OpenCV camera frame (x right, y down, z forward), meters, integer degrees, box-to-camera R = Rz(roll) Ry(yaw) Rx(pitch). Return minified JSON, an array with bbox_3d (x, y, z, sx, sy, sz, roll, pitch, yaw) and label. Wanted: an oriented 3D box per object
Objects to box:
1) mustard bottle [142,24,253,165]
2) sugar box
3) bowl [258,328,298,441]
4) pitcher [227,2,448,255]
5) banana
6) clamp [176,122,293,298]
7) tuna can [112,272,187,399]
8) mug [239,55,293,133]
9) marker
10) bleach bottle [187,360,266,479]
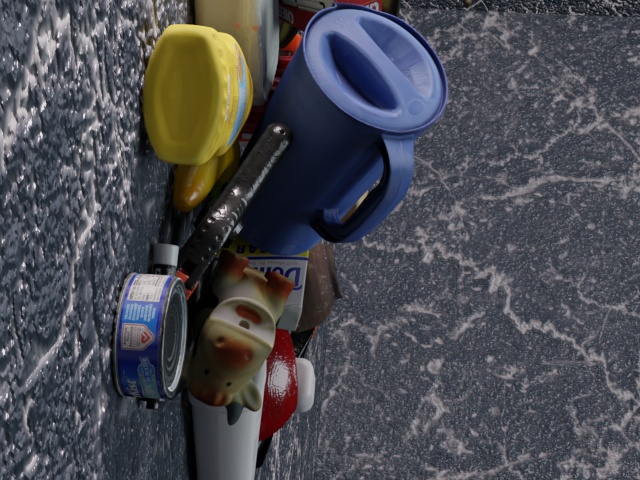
[{"bbox_3d":[-0.087,-0.112,0.819,0.191,0.058,0.096,-61,155,-81],"label":"mustard bottle"},{"bbox_3d":[-0.057,0.001,1.072,0.048,0.093,0.176,105,-8,-49],"label":"sugar box"},{"bbox_3d":[-0.059,0.140,1.141,0.162,0.055,0.162,175,-90,-78],"label":"bowl"},{"bbox_3d":[0.004,-0.078,0.957,0.149,0.145,0.243,-57,-176,-39],"label":"pitcher"},{"bbox_3d":[-0.094,-0.063,0.922,0.197,0.037,0.069,-45,138,-84],"label":"banana"},{"bbox_3d":[-0.076,-0.023,0.861,0.120,0.039,0.171,-59,-176,38],"label":"clamp"},{"bbox_3d":[-0.115,0.065,0.730,0.086,0.034,0.086,4,89,-86],"label":"tuna can"},{"bbox_3d":[-0.054,-0.151,1.097,0.117,0.081,0.093,-3,96,-86],"label":"mug"},{"bbox_3d":[-0.119,0.063,0.786,0.020,0.020,0.121,66,28,-81],"label":"marker"},{"bbox_3d":[-0.090,0.223,1.038,0.102,0.068,0.251,-80,174,-60],"label":"bleach bottle"}]
